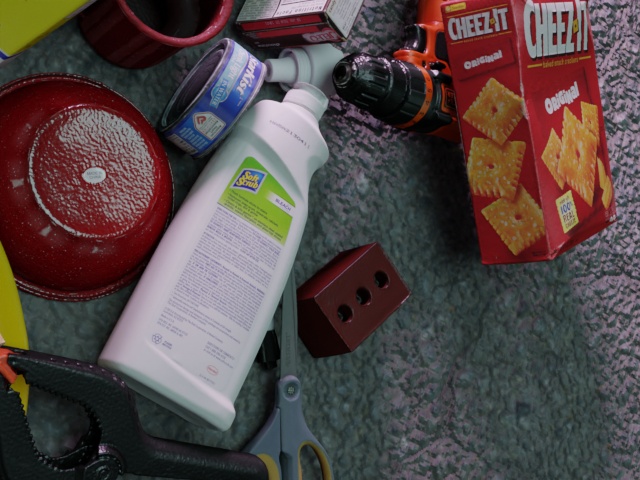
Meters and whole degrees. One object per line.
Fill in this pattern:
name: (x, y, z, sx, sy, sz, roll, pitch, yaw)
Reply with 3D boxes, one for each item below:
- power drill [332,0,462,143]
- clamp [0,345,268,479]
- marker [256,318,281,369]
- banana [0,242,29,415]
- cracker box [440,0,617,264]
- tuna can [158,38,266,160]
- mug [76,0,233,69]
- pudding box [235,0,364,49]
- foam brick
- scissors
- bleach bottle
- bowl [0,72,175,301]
power drill: (0.076, -0.181, 0.873, 0.184, 0.057, 0.187, 11, 79, -50)
clamp: (-0.133, 0.140, 0.682, 0.164, 0.036, 0.210, -38, 115, -21)
marker: (-0.047, 0.036, 0.800, 0.020, 0.020, 0.121, -8, 86, -34)
banana: (-0.217, 0.041, 0.666, 0.069, 0.037, 0.198, -41, 120, -56)
cracker box: (0.182, -0.100, 0.896, 0.163, 0.072, 0.214, -19, 102, -54)
tuna can: (-0.079, -0.102, 0.764, 0.033, 0.086, 0.086, 36, 64, -21)
mug: (-0.130, -0.168, 0.744, 0.117, 0.082, 0.093, -9, 86, -34)
pudding box: (-0.004, -0.202, 0.823, 0.039, 0.090, 0.113, 44, 59, -45)
foam brick: (0.019, 0.046, 0.822, 0.078, 0.051, 0.053, -41, 104, -31)
scissors: (-0.039, 0.122, 0.777, 0.096, 0.016, 0.202, -17, 99, -29)
bleach bottle: (-0.055, 0.001, 0.758, 0.102, 0.068, 0.250, 35, 71, -22)
bowl: (-0.161, -0.041, 0.719, 0.161, 0.055, 0.162, 6, 79, -32)
